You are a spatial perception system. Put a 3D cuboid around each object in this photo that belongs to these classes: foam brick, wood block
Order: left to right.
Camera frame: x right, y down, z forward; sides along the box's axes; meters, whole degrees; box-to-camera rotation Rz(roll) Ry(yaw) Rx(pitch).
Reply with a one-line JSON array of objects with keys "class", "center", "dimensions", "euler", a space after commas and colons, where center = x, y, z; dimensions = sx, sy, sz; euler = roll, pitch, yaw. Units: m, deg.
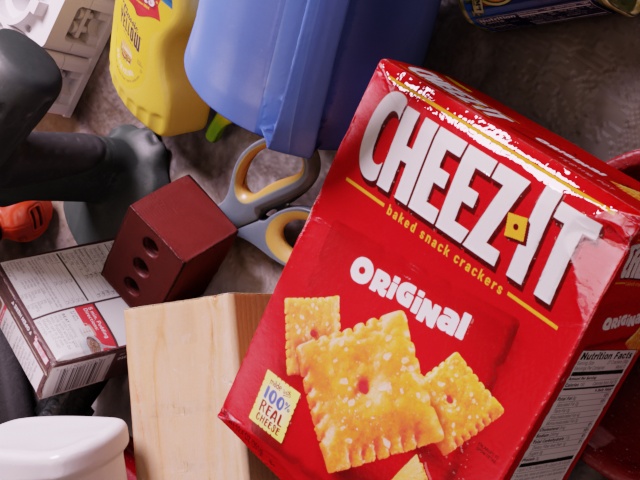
[{"class": "foam brick", "center": [-0.098, 0.007, 0.688], "dimensions": [0.053, 0.051, 0.078], "euler": [46, 137, 13]}, {"class": "wood block", "center": [-0.050, 0.139, 0.644], "dimensions": [0.090, 0.090, 0.206], "euler": [-10, 81, 35]}]

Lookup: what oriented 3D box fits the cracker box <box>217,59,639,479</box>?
[{"class": "cracker box", "center": [0.055, 0.044, 0.515], "dimensions": [0.164, 0.071, 0.214], "euler": [38, 112, 37]}]

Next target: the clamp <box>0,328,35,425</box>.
[{"class": "clamp", "center": [-0.238, 0.184, 0.813], "dimensions": [0.210, 0.036, 0.165], "euler": [46, 106, 26]}]

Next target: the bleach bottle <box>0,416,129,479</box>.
[{"class": "bleach bottle", "center": [-0.143, 0.233, 0.632], "dimensions": [0.103, 0.068, 0.251], "euler": [-5, 99, 30]}]

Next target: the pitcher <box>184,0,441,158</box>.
[{"class": "pitcher", "center": [0.013, -0.168, 0.525], "dimensions": [0.149, 0.144, 0.243], "euler": [46, 139, 29]}]

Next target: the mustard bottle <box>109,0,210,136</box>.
[{"class": "mustard bottle", "center": [-0.092, -0.161, 0.658], "dimensions": [0.096, 0.058, 0.192], "euler": [60, 151, 29]}]

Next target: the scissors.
[{"class": "scissors", "center": [-0.055, 0.001, 0.697], "dimensions": [0.096, 0.016, 0.202], "euler": [55, 135, 3]}]

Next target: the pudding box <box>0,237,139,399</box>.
[{"class": "pudding box", "center": [-0.153, 0.047, 0.710], "dimensions": [0.090, 0.113, 0.039], "euler": [53, 131, 24]}]

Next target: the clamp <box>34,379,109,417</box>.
[{"class": "clamp", "center": [-0.182, 0.126, 0.742], "dimensions": [0.039, 0.171, 0.120], "euler": [38, 155, -7]}]
